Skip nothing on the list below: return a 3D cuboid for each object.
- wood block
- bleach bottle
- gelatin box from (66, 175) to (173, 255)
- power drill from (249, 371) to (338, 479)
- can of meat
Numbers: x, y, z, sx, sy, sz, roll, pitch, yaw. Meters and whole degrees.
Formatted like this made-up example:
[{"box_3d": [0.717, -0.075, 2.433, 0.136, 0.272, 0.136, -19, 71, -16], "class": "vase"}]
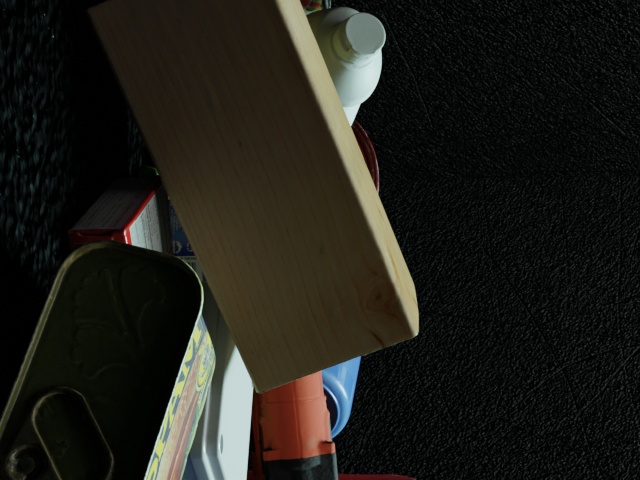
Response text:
[{"box_3d": [-0.028, -0.042, 0.552, 0.090, 0.091, 0.206, -76, 144, -75], "class": "wood block"}, {"box_3d": [-0.014, -0.095, 0.786, 0.251, 0.068, 0.102, 147, -59, -66], "class": "bleach bottle"}, {"box_3d": [-0.093, 0.015, 0.516, 0.089, 0.030, 0.073, -80, 168, -69], "class": "gelatin box"}, {"box_3d": [-0.021, 0.164, 0.792, 0.188, 0.057, 0.184, -179, -95, -82], "class": "power drill"}, {"box_3d": [-0.079, 0.064, 0.418, 0.084, 0.057, 0.102, 88, 16, -68], "class": "can of meat"}]
